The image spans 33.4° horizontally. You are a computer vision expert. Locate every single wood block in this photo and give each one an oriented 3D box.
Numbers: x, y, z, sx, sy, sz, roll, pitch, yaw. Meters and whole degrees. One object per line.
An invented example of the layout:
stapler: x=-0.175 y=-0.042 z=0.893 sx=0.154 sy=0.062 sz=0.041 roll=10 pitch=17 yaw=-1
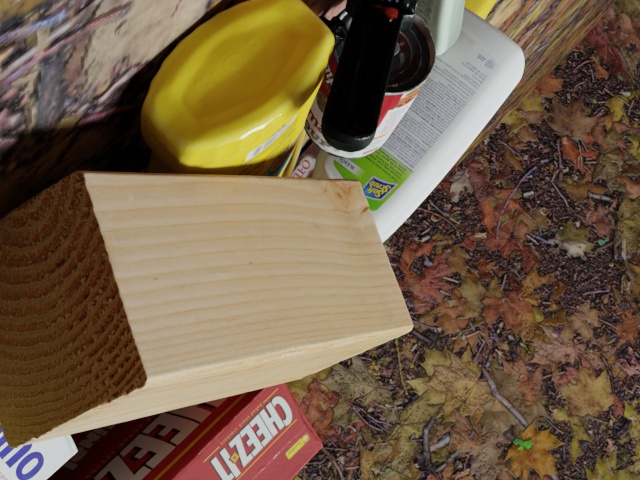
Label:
wood block: x=-0.055 y=0.026 z=0.510 sx=0.090 sy=0.091 sz=0.205 roll=-27 pitch=167 yaw=31

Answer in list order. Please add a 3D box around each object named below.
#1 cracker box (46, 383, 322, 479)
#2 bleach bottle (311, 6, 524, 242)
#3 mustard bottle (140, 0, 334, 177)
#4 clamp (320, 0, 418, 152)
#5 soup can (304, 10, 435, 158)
cracker box: x=-0.131 y=0.133 z=0.661 sx=0.164 sy=0.072 sz=0.214 roll=-43 pitch=-149 yaw=-28
bleach bottle: x=0.045 y=-0.069 z=0.815 sx=0.250 sy=0.103 sz=0.068 roll=-49 pitch=163 yaw=-13
mustard bottle: x=-0.049 y=-0.050 z=0.564 sx=0.096 sy=0.058 sz=0.192 roll=-43 pitch=174 yaw=-18
clamp: x=0.036 y=-0.137 z=0.547 sx=0.210 sy=0.036 sz=0.165 roll=-73 pitch=179 yaw=-77
soup can: x=0.029 y=-0.105 z=0.714 sx=0.068 sy=0.068 sz=0.102 roll=-44 pitch=175 yaw=-24
